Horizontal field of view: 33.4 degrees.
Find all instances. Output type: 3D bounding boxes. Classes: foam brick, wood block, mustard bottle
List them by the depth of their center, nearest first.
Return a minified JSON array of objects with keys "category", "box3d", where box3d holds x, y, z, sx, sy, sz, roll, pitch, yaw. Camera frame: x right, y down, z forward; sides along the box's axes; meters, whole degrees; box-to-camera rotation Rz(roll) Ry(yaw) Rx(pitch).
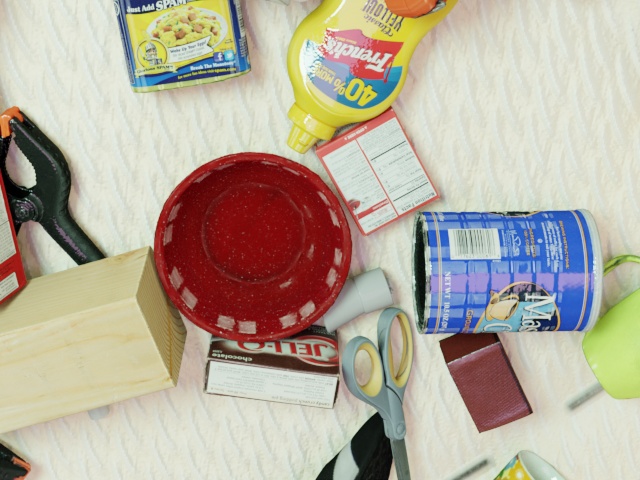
[{"category":"mustard bottle","box3d":[0.028,-0.153,0.842,0.096,0.058,0.192,28,106,-16]},{"category":"wood block","box3d":[-0.224,0.088,0.873,0.206,0.091,0.090,-16,115,7]},{"category":"foam brick","box3d":[0.145,0.120,0.941,0.051,0.053,0.078,-25,107,6]}]

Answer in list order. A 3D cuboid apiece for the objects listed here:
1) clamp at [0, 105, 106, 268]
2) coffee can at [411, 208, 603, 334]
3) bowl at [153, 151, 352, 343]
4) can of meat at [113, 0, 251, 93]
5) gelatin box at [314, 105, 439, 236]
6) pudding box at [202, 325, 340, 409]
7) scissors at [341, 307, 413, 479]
[{"category":"clamp","box3d":[-0.251,-0.023,0.889,0.120,0.039,0.171,-16,109,0]},{"category":"coffee can","box3d":[0.150,0.026,0.883,0.140,0.103,0.103,-1,109,-1]},{"category":"bowl","box3d":[-0.056,0.001,0.890,0.162,0.055,0.162,-1,105,-3]},{"category":"can of meat","box3d":[-0.108,-0.166,0.835,0.102,0.057,0.084,-8,111,1]},{"category":"gelatin box","box3d":[0.047,-0.058,0.890,0.073,0.030,0.089,-29,107,6]},{"category":"pudding box","box3d":[-0.040,0.102,0.909,0.113,0.090,0.039,6,110,-3]},{"category":"scissors","box3d":[0.053,0.160,0.930,0.016,0.096,0.202,5,97,43]}]
